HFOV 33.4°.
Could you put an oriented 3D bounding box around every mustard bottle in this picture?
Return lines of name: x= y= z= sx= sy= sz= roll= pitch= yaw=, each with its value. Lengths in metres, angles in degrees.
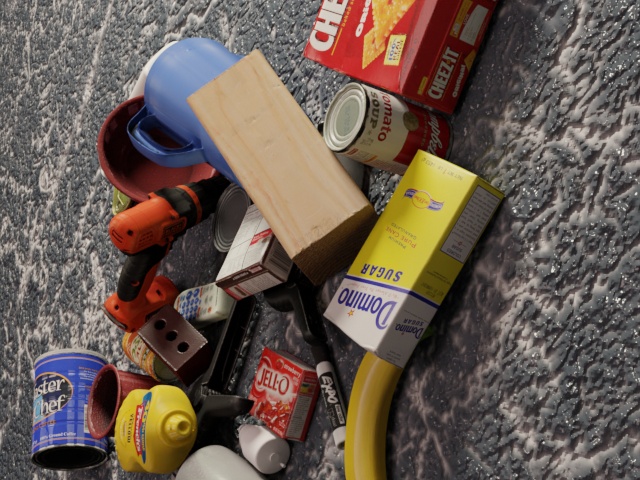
mustard bottle: x=-0.180 y=0.211 z=1.190 sx=0.192 sy=0.058 sz=0.096 roll=157 pitch=122 yaw=-63

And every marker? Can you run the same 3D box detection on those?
marker: x=0.011 y=0.148 z=1.040 sx=0.020 sy=0.020 sz=0.121 roll=-50 pitch=39 yaw=33

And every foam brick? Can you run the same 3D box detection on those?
foam brick: x=-0.167 y=0.122 z=1.251 sx=0.053 sy=0.051 sz=0.078 roll=-43 pitch=60 yaw=-14

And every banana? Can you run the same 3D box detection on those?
banana: x=0.050 y=0.166 z=0.955 sx=0.070 sy=0.037 sz=0.198 roll=3 pitch=79 yaw=59

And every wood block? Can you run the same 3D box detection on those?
wood block: x=-0.032 y=-0.071 z=1.034 sx=0.090 sy=0.090 sz=0.206 roll=-35 pitch=65 yaw=2

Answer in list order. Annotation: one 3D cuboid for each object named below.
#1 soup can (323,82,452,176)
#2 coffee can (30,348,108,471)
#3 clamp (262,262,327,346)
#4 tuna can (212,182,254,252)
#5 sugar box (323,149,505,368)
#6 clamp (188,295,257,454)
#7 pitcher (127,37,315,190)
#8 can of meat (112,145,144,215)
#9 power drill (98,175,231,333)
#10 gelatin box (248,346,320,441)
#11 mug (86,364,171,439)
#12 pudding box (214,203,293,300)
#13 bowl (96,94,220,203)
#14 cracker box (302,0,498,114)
soup can: x=0.062 y=-0.100 z=0.988 sx=0.069 sy=0.102 sz=0.068 roll=-29 pitch=53 yaw=48
coffee can: x=-0.343 y=0.233 z=1.465 sx=0.103 sy=0.102 sz=0.140 roll=-39 pitch=47 yaw=43
clamp: x=-0.019 y=0.050 z=1.101 sx=0.172 sy=0.039 sz=0.120 roll=-6 pitch=53 yaw=59
tuna can: x=-0.092 y=-0.024 z=1.254 sx=0.086 sy=0.033 sz=0.086 roll=-29 pitch=54 yaw=49
sugar box: x=0.079 y=0.014 z=0.940 sx=0.176 sy=0.048 sz=0.093 roll=-59 pitch=34 yaw=1
clamp: x=-0.119 y=0.167 z=1.202 sx=0.210 sy=0.036 sz=0.164 roll=-54 pitch=24 yaw=43
pitcher: x=-0.112 y=-0.136 z=1.238 sx=0.243 sy=0.144 sz=0.149 roll=40 pitch=110 yaw=52
can of meat: x=-0.228 y=-0.074 z=1.435 sx=0.058 sy=0.083 sz=0.102 roll=-28 pitch=54 yaw=49
power drill: x=-0.191 y=0.014 z=1.306 sx=0.057 sy=0.184 sz=0.188 roll=39 pitch=131 yaw=24
gelatin box: x=-0.039 y=0.157 z=1.101 sx=0.089 sy=0.030 sz=0.073 roll=22 pitch=96 yaw=57
mug: x=-0.241 y=0.205 z=1.341 sx=0.117 sy=0.081 sz=0.093 roll=16 pitch=90 yaw=57
pudding box: x=-0.057 y=0.001 z=1.136 sx=0.090 sy=0.039 sz=0.113 roll=-24 pitch=35 yaw=48
bowl: x=-0.205 y=-0.107 z=1.373 sx=0.055 sy=0.162 sz=0.162 roll=117 pitch=155 yaw=-66
cracker box: x=0.079 y=-0.229 z=1.045 sx=0.214 sy=0.072 sz=0.164 roll=35 pitch=106 yaw=57
